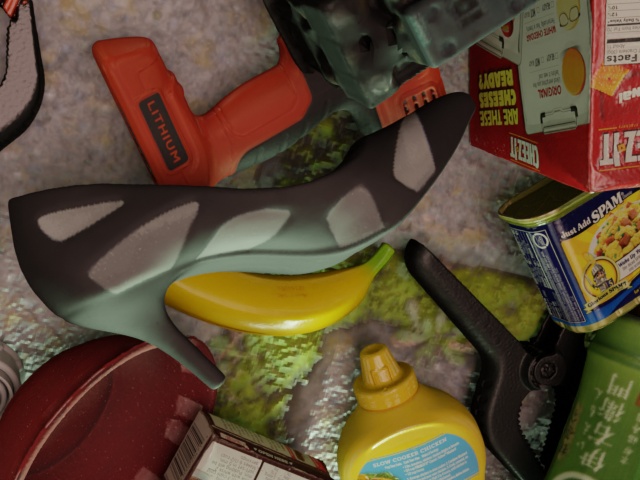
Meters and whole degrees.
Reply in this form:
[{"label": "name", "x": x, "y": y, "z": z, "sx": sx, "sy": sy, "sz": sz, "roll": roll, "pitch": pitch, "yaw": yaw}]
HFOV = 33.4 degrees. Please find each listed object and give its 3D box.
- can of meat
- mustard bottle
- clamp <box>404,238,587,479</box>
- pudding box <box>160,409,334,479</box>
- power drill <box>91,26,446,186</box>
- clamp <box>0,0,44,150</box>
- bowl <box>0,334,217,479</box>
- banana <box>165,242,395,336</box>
[{"label": "can of meat", "x": 0.174, "y": -0.004, "z": 0.662, "sx": 0.102, "sy": 0.057, "sz": 0.084, "roll": -31, "pitch": 106, "yaw": -12}, {"label": "mustard bottle", "x": 0.063, "y": 0.154, "z": 0.698, "sx": 0.096, "sy": 0.058, "sz": 0.191, "roll": -19, "pitch": 109, "yaw": 1}, {"label": "clamp", "x": 0.152, "y": 0.074, "z": 0.716, "sx": 0.164, "sy": 0.036, "sz": 0.210, "roll": -18, "pitch": 106, "yaw": -12}, {"label": "pudding box", "x": -0.057, "y": 0.171, "z": 0.642, "sx": 0.090, "sy": 0.039, "sz": 0.113, "roll": 27, "pitch": 97, "yaw": -22}, {"label": "power drill", "x": -0.028, "y": -0.112, "z": 0.600, "sx": 0.187, "sy": 0.057, "sz": 0.184, "roll": -25, "pitch": 114, "yaw": -8}, {"label": "clamp", "x": -0.196, "y": -0.058, "z": 0.581, "sx": 0.120, "sy": 0.039, "sz": 0.171, "roll": 38, "pitch": 91, "yaw": -23}, {"label": "bowl", "x": -0.133, "y": 0.112, "z": 0.609, "sx": 0.161, "sy": 0.055, "sz": 0.162, "roll": -41, "pitch": 148, "yaw": -33}, {"label": "banana", "x": -0.053, "y": 0.020, "z": 0.646, "sx": 0.197, "sy": 0.037, "sz": 0.069, "roll": 10, "pitch": 83, "yaw": -19}]
